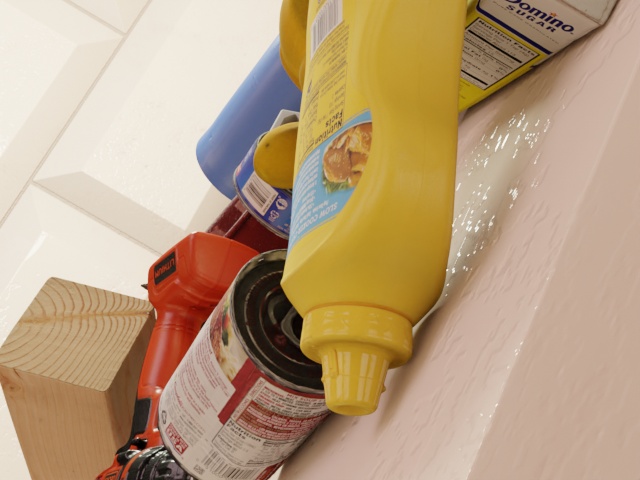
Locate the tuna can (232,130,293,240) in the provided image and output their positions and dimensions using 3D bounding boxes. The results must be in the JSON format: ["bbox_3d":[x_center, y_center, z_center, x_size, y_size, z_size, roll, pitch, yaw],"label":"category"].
[{"bbox_3d":[-0.016,-0.038,0.744,0.034,0.086,0.086,-54,8,31],"label":"tuna can"}]

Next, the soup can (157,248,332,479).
[{"bbox_3d":[-0.026,0.060,0.470,0.102,0.068,0.068,-54,9,46],"label":"soup can"}]

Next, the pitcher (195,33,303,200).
[{"bbox_3d":[-0.022,-0.144,1.159,0.243,0.149,0.144,-51,-5,35],"label":"pitcher"}]

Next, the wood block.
[{"bbox_3d":[-0.178,0.137,0.843,0.206,0.091,0.090,91,-163,-45],"label":"wood block"}]

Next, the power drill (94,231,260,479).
[{"bbox_3d":[-0.090,0.092,0.680,0.185,0.057,0.187,-30,42,58],"label":"power drill"}]

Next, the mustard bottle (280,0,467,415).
[{"bbox_3d":[0.019,-0.027,0.417,0.096,0.058,0.191,140,140,-58],"label":"mustard bottle"}]

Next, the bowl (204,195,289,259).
[{"bbox_3d":[-0.056,0.001,0.847,0.162,0.055,0.162,-47,10,10],"label":"bowl"}]
